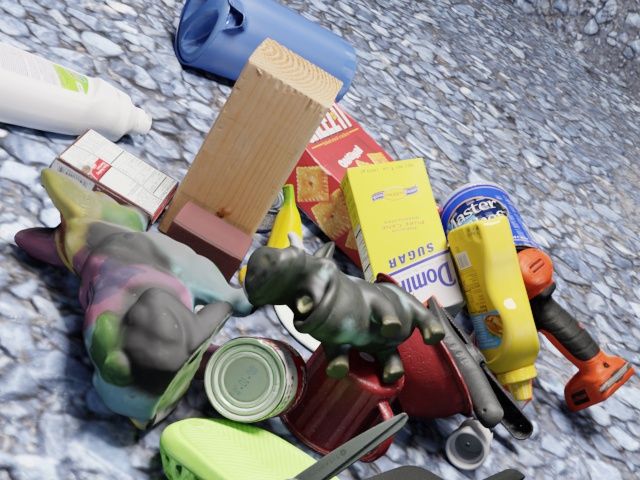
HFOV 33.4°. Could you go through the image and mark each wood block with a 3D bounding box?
[{"bbox_3d":[-0.072,-0.085,1.072,0.091,0.206,0.090,31,26,-4],"label":"wood block"}]

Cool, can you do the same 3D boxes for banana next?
[{"bbox_3d":[-0.050,0.015,1.094,0.197,0.037,0.069,-72,142,-60],"label":"banana"}]

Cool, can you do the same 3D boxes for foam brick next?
[{"bbox_3d":[-0.115,0.009,1.039,0.078,0.053,0.051,31,26,-7],"label":"foam brick"}]

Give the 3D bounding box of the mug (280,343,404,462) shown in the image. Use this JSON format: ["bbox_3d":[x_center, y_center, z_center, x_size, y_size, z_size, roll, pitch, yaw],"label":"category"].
[{"bbox_3d":[0.026,0.140,0.936,0.093,0.082,0.117,8,35,-41],"label":"mug"}]

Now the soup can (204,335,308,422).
[{"bbox_3d":[-0.051,0.112,0.869,0.068,0.068,0.102,38,0,11],"label":"soup can"}]

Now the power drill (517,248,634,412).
[{"bbox_3d":[0.254,0.105,1.213,0.057,0.185,0.188,-39,84,-18],"label":"power drill"}]

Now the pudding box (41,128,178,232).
[{"bbox_3d":[-0.207,-0.057,1.066,0.113,0.039,0.090,33,26,-5],"label":"pudding box"}]

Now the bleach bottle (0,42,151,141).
[{"bbox_3d":[-0.289,-0.150,1.108,0.250,0.068,0.103,16,31,-36],"label":"bleach bottle"}]

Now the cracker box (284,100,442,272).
[{"bbox_3d":[0.034,-0.073,1.293,0.214,0.072,0.164,46,28,7],"label":"cracker box"}]

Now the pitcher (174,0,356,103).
[{"bbox_3d":[-0.077,-0.272,1.496,0.242,0.145,0.149,18,42,-35],"label":"pitcher"}]

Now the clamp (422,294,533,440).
[{"bbox_3d":[0.145,0.126,1.060,0.171,0.039,0.120,52,6,21],"label":"clamp"}]

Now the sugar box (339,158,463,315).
[{"bbox_3d":[0.088,0.001,1.168,0.093,0.048,0.176,-10,68,-13],"label":"sugar box"}]

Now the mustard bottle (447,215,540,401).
[{"bbox_3d":[0.188,0.074,1.122,0.058,0.096,0.191,-13,85,-16],"label":"mustard bottle"}]

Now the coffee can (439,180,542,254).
[{"bbox_3d":[0.217,0.005,1.358,0.102,0.103,0.140,19,30,-27],"label":"coffee can"}]

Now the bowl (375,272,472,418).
[{"bbox_3d":[0.077,0.112,1.018,0.162,0.055,0.162,57,-9,13],"label":"bowl"}]

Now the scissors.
[{"bbox_3d":[-0.023,0.192,0.718,0.016,0.202,0.096,63,9,-65],"label":"scissors"}]
